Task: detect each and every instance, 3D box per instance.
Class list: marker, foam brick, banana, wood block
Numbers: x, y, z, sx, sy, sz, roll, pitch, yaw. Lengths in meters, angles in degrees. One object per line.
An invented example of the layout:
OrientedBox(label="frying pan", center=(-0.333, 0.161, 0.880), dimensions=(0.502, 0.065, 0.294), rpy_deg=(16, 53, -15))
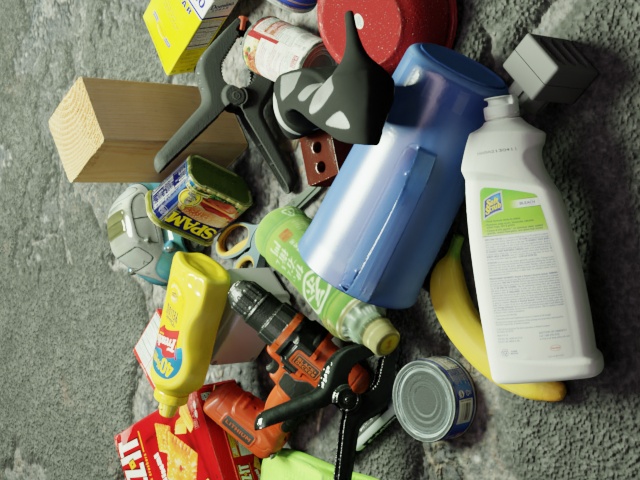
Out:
OrientedBox(label="marker", center=(0.055, 0.206, 1.159), dimensions=(0.121, 0.020, 0.020), rpy_deg=(-49, 59, 35))
OrientedBox(label="foam brick", center=(0.014, -0.101, 1.162), dimensions=(0.053, 0.051, 0.078), rpy_deg=(-20, 78, 45))
OrientedBox(label="banana", center=(0.158, 0.087, 1.033), dimensions=(0.070, 0.037, 0.198), rpy_deg=(-52, 57, 35))
OrientedBox(label="wood block", center=(-0.204, -0.128, 1.275), dimensions=(0.090, 0.205, 0.091), rpy_deg=(-42, 63, 39))

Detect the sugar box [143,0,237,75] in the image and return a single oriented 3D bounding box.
OrientedBox(label="sugar box", center=(-0.160, -0.286, 1.303), dimensions=(0.093, 0.048, 0.176), rpy_deg=(66, 150, 12))

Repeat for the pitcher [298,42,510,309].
OrientedBox(label="pitcher", center=(0.084, -0.059, 1.032), dimensions=(0.149, 0.144, 0.243), rpy_deg=(46, 120, 39))

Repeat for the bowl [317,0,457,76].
OrientedBox(label="bowl", center=(0.054, -0.225, 1.073), dimensions=(0.162, 0.055, 0.162), rpy_deg=(14, 118, 29))

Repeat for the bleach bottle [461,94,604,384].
OrientedBox(label="bleach bottle", center=(0.183, -0.004, 0.943), dimensions=(0.103, 0.068, 0.251), rpy_deg=(-7, 94, 14))

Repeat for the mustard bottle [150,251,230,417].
OrientedBox(label="mustard bottle", center=(-0.157, 0.116, 1.232), dimensions=(0.096, 0.058, 0.192), rpy_deg=(36, 116, 53))

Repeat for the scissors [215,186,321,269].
OrientedBox(label="scissors", center=(-0.058, 0.002, 1.267), dimensions=(0.202, 0.016, 0.096), rpy_deg=(-19, 76, 46))

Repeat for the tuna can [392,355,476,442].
OrientedBox(label="tuna can", center=(0.115, 0.161, 1.085), dimensions=(0.086, 0.033, 0.086), rpy_deg=(3, 95, 46))

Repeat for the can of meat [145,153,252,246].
OrientedBox(label="can of meat", center=(-0.145, -0.049, 1.289), dimensions=(0.084, 0.102, 0.057), rpy_deg=(-39, 44, 29))

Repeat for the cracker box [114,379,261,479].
OrientedBox(label="cracker box", center=(-0.168, 0.290, 1.358), dimensions=(0.214, 0.071, 0.164), rpy_deg=(-34, 68, 42))

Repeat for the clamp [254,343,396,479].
OrientedBox(label="clamp", center=(0.014, 0.165, 1.113), dimensions=(0.171, 0.120, 0.039), rpy_deg=(-60, 12, -15))

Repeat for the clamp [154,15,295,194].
OrientedBox(label="clamp", center=(-0.092, -0.156, 1.241), dimensions=(0.036, 0.164, 0.210), rpy_deg=(149, 135, -68))

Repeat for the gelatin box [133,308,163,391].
OrientedBox(label="gelatin box", center=(-0.208, 0.145, 1.421), dimensions=(0.073, 0.030, 0.089), rpy_deg=(56, 128, 30))

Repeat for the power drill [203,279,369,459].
OrientedBox(label="power drill", center=(-0.059, 0.150, 1.203), dimensions=(0.184, 0.057, 0.188), rpy_deg=(41, 129, 3))

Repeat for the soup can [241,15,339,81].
OrientedBox(label="soup can", center=(-0.031, -0.204, 1.191), dimensions=(0.102, 0.068, 0.068), rpy_deg=(32, 114, 40))
